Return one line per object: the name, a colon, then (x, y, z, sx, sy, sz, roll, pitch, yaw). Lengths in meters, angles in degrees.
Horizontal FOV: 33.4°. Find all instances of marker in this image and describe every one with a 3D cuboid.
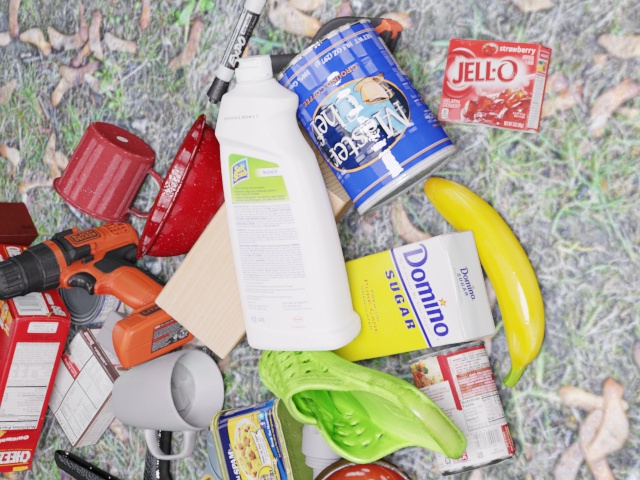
marker: (-0.088, -0.196, 1.102, 0.020, 0.020, 0.121, 37, 111, 31)

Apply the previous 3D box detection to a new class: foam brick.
foam brick: (-0.394, -0.012, 1.296, 0.051, 0.078, 0.053, -40, 68, 28)

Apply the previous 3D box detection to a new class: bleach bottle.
bleach bottle: (-0.032, -0.033, 0.917, 0.103, 0.068, 0.251, -2, 104, 24)

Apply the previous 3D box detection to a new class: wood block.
wood block: (-0.057, 0.001, 1.021, 0.091, 0.090, 0.206, 39, 115, 4)

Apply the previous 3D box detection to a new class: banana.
banana: (0.147, 0.024, 0.915, 0.070, 0.037, 0.198, -29, 73, 33)

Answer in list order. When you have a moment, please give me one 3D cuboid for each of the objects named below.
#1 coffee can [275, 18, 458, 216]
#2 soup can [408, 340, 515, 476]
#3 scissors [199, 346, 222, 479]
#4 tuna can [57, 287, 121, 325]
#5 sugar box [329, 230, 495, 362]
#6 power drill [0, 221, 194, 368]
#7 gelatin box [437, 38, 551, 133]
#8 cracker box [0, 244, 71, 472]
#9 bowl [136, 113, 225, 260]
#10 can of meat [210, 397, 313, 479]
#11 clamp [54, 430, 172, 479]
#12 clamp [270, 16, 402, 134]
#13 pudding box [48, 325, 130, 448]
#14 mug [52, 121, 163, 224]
coffee can: (0.040, -0.107, 0.934, 0.103, 0.102, 0.140, -36, 84, 31)
soup can: (0.122, 0.144, 0.915, 0.069, 0.068, 0.102, -23, 77, 35)
scissors: (-0.095, 0.217, 1.110, 0.096, 0.016, 0.202, 8, 95, 35)
tuna can: (-0.267, 0.054, 1.227, 0.086, 0.033, 0.086, 0, 90, 37)
sugar box: (0.067, 0.054, 0.949, 0.177, 0.048, 0.093, -19, 81, 49)
power drill: (-0.230, 0.053, 1.107, 0.188, 0.184, 0.057, 36, 132, 31)
gelatin box: (0.148, -0.134, 0.918, 0.089, 0.030, 0.073, 13, 97, 36)
cracker box: (-0.361, 0.135, 1.239, 0.164, 0.072, 0.214, 48, 126, 48)
bowl: (-0.129, -0.044, 1.082, 0.162, 0.055, 0.162, -58, 15, 26)
can of meat: (-0.052, 0.208, 1.053, 0.084, 0.057, 0.102, -21, 78, 33)
clamp: (-0.199, 0.282, 1.164, 0.165, 0.036, 0.210, -27, 76, 19)
clamp: (-0.001, -0.165, 1.020, 0.172, 0.039, 0.120, -43, 85, 26)
pudding box: (-0.267, 0.169, 1.225, 0.090, 0.039, 0.114, 50, 120, 25)
mug: (-0.223, -0.070, 1.169, 0.117, 0.093, 0.081, 32, 106, 1)
